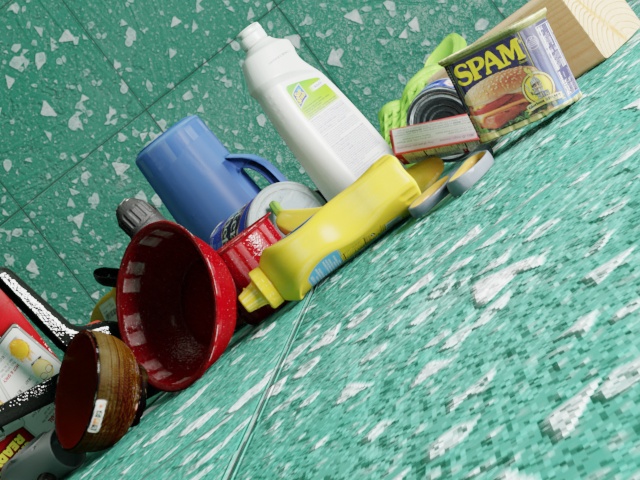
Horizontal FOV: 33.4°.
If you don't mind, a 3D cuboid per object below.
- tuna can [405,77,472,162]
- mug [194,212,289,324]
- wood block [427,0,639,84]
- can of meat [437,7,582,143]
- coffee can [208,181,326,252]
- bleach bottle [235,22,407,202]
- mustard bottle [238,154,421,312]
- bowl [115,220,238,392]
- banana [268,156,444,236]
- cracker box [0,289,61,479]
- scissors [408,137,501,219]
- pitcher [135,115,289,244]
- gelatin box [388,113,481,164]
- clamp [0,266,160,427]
[{"bbox_3d":[0.134,-0.126,1.124,0.086,0.086,0.033,-35,7,33],"label":"tuna can"},{"bbox_3d":[-0.072,0.038,1.073,0.117,0.081,0.093,-39,4,-22],"label":"mug"},{"bbox_3d":[0.224,-0.200,1.148,0.090,0.091,0.207,-42,6,-38],"label":"wood block"},{"bbox_3d":[0.167,-0.143,0.938,0.102,0.084,0.057,-22,9,38],"label":"can of meat"},{"bbox_3d":[-0.058,0.001,1.207,0.102,0.103,0.141,-39,5,-28],"label":"coffee can"},{"bbox_3d":[0.000,-0.132,1.167,0.102,0.251,0.068,-41,5,-41],"label":"bleach bottle"},{"bbox_3d":[0.004,0.001,0.988,0.191,0.058,0.096,-38,-8,-3],"label":"mustard bottle"},{"bbox_3d":[-0.128,0.061,1.014,0.055,0.162,0.162,-3,-22,-44],"label":"bowl"},{"bbox_3d":[0.031,-0.035,1.076,0.198,0.069,0.037,-13,-29,22],"label":"banana"},{"bbox_3d":[-0.348,0.163,1.095,0.072,0.213,0.164,-36,4,43],"label":"cracker box"},{"bbox_3d":[0.132,-0.067,0.979,0.096,0.016,0.201,-36,4,21],"label":"scissors"},{"bbox_3d":[-0.132,-0.053,1.457,0.149,0.243,0.145,-39,6,-17],"label":"pitcher"},{"bbox_3d":[0.118,-0.101,1.060,0.089,0.030,0.073,-11,-5,12],"label":"gelatin box"},{"bbox_3d":[-0.244,0.130,1.051,0.036,0.209,0.164,-28,47,61],"label":"clamp"}]
